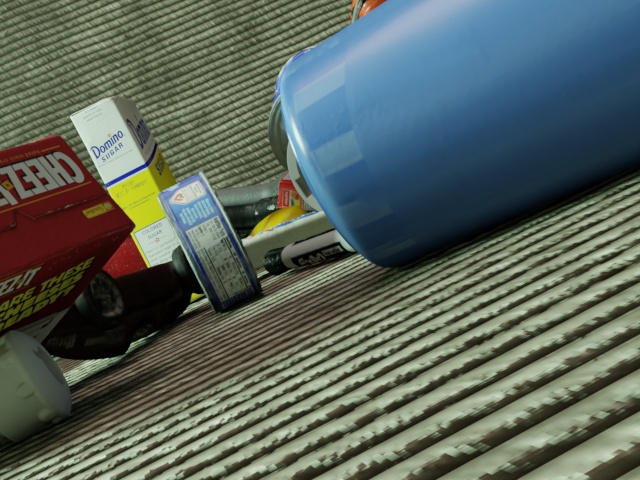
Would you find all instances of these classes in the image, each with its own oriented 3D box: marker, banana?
[{"bbox_3d":[-0.004,0.006,0.692,0.020,0.020,0.121,-27,5,-32],"label":"marker"},{"bbox_3d":[-0.039,-0.006,0.943,0.069,0.037,0.198,-24,4,1],"label":"banana"}]

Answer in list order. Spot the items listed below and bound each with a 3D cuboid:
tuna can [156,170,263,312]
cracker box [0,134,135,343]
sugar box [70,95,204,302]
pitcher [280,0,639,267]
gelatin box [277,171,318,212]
[{"bbox_3d":[-0.070,0.002,0.672,0.033,0.086,0.086,-27,4,-7],"label":"tuna can"},{"bbox_3d":[-0.210,0.053,0.513,0.214,0.072,0.163,-46,-9,34],"label":"cracker box"},{"bbox_3d":[-0.140,-0.033,0.889,0.048,0.176,0.093,-24,4,3],"label":"sugar box"},{"bbox_3d":[0.109,-0.089,0.477,0.243,0.145,0.149,-27,-17,17],"label":"pitcher"},{"bbox_3d":[0.005,-0.051,1.020,0.073,0.030,0.089,8,21,10],"label":"gelatin box"}]
